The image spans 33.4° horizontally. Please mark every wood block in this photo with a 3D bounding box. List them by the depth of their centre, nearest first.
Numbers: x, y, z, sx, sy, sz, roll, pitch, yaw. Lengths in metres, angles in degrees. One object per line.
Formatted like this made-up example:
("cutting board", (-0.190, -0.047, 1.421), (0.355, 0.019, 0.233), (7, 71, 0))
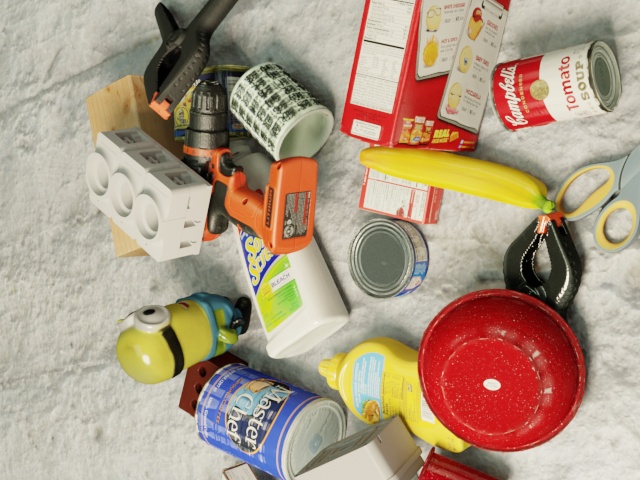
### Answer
("wood block", (-0.213, -0.090, 1.324), (0.090, 0.090, 0.206), (-19, 80, 38))

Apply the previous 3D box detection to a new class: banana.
("banana", (0.138, -0.065, 1.045), (0.198, 0.069, 0.037), (15, 94, 19))

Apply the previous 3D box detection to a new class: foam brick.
("foam brick", (-0.131, 0.176, 1.294), (0.053, 0.051, 0.078), (24, 107, 36))

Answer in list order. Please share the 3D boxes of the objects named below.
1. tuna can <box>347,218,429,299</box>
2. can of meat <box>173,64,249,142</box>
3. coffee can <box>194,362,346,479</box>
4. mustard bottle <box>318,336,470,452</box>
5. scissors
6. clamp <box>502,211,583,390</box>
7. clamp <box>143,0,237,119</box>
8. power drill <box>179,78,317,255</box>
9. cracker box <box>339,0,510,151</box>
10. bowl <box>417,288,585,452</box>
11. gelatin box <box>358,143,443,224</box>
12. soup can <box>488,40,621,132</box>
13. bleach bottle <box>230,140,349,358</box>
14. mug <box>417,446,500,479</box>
("tuna can", (0.072, 0.019, 1.136), (0.086, 0.033, 0.086), (2, 93, 38))
("can of meat", (-0.132, -0.162, 1.278), (0.102, 0.057, 0.084), (-1, 93, 38))
("coffee can", (-0.057, 0.207, 1.204), (0.141, 0.102, 0.103), (16, 102, 37))
("mustard bottle", (0.077, 0.153, 1.122), (0.192, 0.058, 0.096), (10, 108, 38))
("scissors", (0.300, -0.062, 0.961), (0.202, 0.016, 0.096), (-35, 72, 35))
("clamp", (0.200, 0.056, 1.031), (0.120, 0.039, 0.171), (7, 101, 34))
("clamp", (-0.166, -0.231, 1.261), (0.165, 0.036, 0.210), (-8, 53, 43))
("power drill", (-0.083, -0.073, 1.156), (0.188, 0.057, 0.184), (22, 115, 46))
("cracker box", (0.106, -0.196, 1.017), (0.072, 0.163, 0.214), (19, 104, 34))
("bowl", (0.163, 0.129, 0.995), (0.162, 0.055, 0.162), (3, 100, 18))
("gelatin box", (0.088, -0.061, 1.123), (0.089, 0.030, 0.073), (16, 100, 37))
("soup can", (0.218, -0.142, 0.991), (0.102, 0.068, 0.068), (-8, 87, 38))
("bleach bottle", (-0.058, 0.002, 1.224), (0.103, 0.067, 0.251), (-38, 67, 34))
("mug", (0.132, 0.269, 1.065), (0.081, 0.093, 0.117), (20, 148, 13))
